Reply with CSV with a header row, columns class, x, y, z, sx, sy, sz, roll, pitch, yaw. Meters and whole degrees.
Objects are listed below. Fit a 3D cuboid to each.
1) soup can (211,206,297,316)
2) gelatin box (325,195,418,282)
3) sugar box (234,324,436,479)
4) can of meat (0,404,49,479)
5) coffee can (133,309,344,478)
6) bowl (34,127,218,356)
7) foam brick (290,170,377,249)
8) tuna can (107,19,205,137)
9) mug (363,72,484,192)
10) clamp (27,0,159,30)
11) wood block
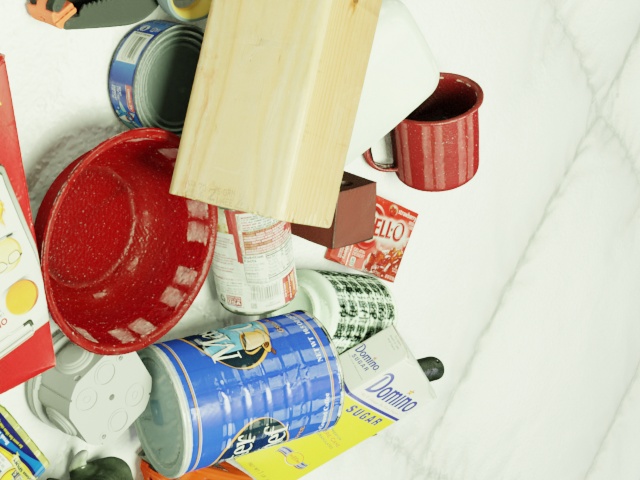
class,x,y,z,sx,sy,sz,roll,pitch,yaw
soup can,-0.056,0.001,0.856,0.068,0.069,0.102,-33,129,-38
gelatin box,0.050,-0.005,1.010,0.089,0.030,0.073,21,88,-52
sugar box,0.010,0.152,0.947,0.176,0.048,0.093,-29,143,4
can of meat,-0.240,0.149,0.708,0.083,0.058,0.102,-49,137,-27
coffee can,-0.067,0.118,0.838,0.140,0.103,0.103,-11,114,-31
bowl,-0.146,-0.004,0.751,0.161,0.055,0.162,-24,122,-47
foam brick,0.002,-0.031,0.904,0.052,0.078,0.051,-16,119,-46
tuna can,-0.110,-0.115,0.768,0.085,0.034,0.086,-23,122,-43
mug,0.095,-0.095,0.990,0.117,0.093,0.081,-17,128,-10
clamp,-0.109,-0.206,0.728,0.209,0.036,0.164,-52,143,-19
wood block,-0.025,-0.120,0.737,0.090,0.090,0.206,8,95,-67
